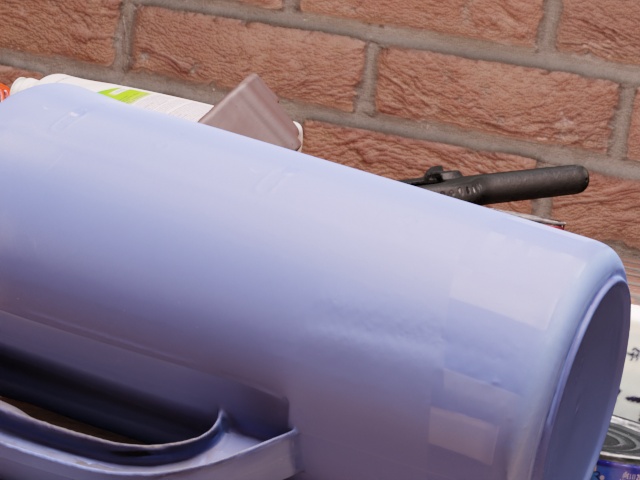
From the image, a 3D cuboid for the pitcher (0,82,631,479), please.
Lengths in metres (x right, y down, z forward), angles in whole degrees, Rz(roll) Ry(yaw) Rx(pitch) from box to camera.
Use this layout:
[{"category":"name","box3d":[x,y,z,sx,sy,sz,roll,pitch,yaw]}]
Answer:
[{"category":"pitcher","box3d":[-0.024,0.032,0.390,0.243,0.149,0.144,15,-8,27]}]

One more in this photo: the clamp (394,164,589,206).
[{"category":"clamp","box3d":[0.099,-0.041,0.896,0.209,0.036,0.165,-12,10,-39]}]

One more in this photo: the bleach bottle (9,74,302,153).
[{"category":"bleach bottle","box3d":[-0.148,-0.095,0.908,0.251,0.068,0.102,19,26,18]}]
